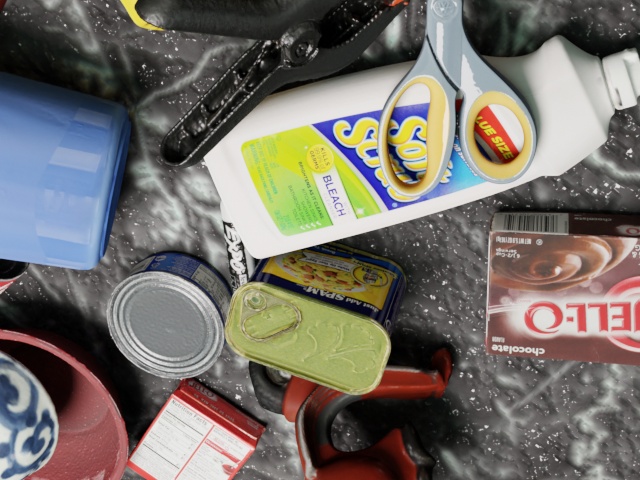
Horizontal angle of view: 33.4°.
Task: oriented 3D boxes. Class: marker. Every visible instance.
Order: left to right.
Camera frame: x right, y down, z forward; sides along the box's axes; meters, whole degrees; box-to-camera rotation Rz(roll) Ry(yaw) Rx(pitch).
[{"bbox_3d":[-0.055,0.001,0.715,0.020,0.020,0.121,1,117,15],"label":"marker"}]

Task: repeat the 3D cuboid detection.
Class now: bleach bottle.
[{"bbox_3d":[0.061,-0.067,0.625,0.251,0.068,0.102,-16,110,19],"label":"bleach bottle"}]

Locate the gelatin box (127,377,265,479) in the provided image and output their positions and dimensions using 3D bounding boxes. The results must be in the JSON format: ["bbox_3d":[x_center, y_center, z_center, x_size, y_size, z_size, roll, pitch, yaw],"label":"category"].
[{"bbox_3d":[-0.094,0.153,0.798,0.073,0.030,0.089,34,120,-2],"label":"gelatin box"}]

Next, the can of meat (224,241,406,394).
[{"bbox_3d":[0.001,0.042,0.684,0.102,0.083,0.057,18,120,6],"label":"can of meat"}]

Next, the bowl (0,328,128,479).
[{"bbox_3d":[-0.210,0.123,0.799,0.162,0.055,0.162,6,118,12],"label":"bowl"}]

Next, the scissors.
[{"bbox_3d":[0.083,-0.112,0.561,0.096,0.016,0.202,15,114,3],"label":"scissors"}]

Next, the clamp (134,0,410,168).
[{"bbox_3d":[-0.024,-0.105,0.588,0.039,0.171,0.120,56,151,26],"label":"clamp"}]

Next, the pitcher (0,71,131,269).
[{"bbox_3d":[-0.248,-0.045,0.657,0.242,0.145,0.149,11,149,-8],"label":"pitcher"}]

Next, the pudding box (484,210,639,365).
[{"bbox_3d":[0.160,0.029,0.659,0.113,0.039,0.090,4,118,13],"label":"pudding box"}]

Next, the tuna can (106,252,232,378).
[{"bbox_3d":[-0.103,0.052,0.746,0.086,0.033,0.086,6,118,12],"label":"tuna can"}]
